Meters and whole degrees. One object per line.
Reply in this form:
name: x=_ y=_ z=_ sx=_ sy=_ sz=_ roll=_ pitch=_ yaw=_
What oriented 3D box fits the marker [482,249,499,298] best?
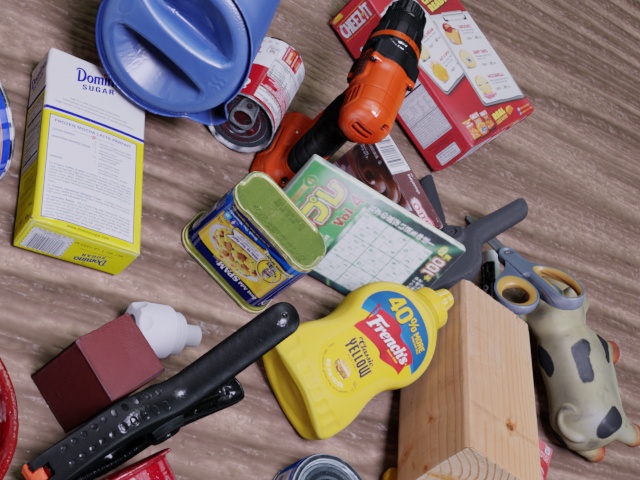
marker: x=0.184 y=0.064 z=1.138 sx=0.020 sy=0.020 sz=0.121 roll=26 pitch=49 yaw=-27

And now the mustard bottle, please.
mustard bottle: x=0.045 y=0.090 z=0.936 sx=0.191 sy=0.058 sz=0.096 roll=-28 pitch=93 yaw=-32

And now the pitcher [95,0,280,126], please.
pitcher: x=-0.105 y=-0.226 z=0.958 sx=0.145 sy=0.149 sz=0.242 roll=23 pitch=32 yaw=-4

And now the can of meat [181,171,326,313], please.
can of meat: x=-0.056 y=0.001 z=0.922 sx=0.102 sy=0.084 sz=0.057 roll=47 pitch=43 yaw=-6

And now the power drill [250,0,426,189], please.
power drill: x=0.019 y=-0.128 z=0.996 sx=0.057 sy=0.188 sz=0.184 roll=37 pitch=46 yaw=-15

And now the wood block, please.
wood block: x=0.132 y=0.146 z=0.960 sx=0.090 sy=0.090 sz=0.206 roll=35 pitch=34 yaw=-20

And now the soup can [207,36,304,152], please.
soup can: x=-0.061 y=-0.142 z=1.023 sx=0.068 sy=0.069 sz=0.102 roll=39 pitch=44 yaw=-15

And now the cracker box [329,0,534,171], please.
cracker box: x=0.130 y=-0.199 z=1.226 sx=0.163 sy=0.072 sz=0.214 roll=-31 pitch=85 yaw=-48

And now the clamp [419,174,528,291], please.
clamp: x=0.127 y=-0.005 z=1.104 sx=0.120 sy=0.039 sz=0.171 roll=19 pitch=48 yaw=29

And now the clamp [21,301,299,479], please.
clamp: x=-0.117 y=0.127 z=0.778 sx=0.209 sy=0.165 sz=0.036 roll=-30 pitch=75 yaw=-24

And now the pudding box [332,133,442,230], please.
pudding box: x=0.055 y=-0.037 z=1.040 sx=0.039 sy=0.090 sz=0.113 roll=-14 pitch=73 yaw=-47

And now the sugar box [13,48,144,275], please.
sugar box: x=-0.194 y=-0.066 z=0.875 sx=0.093 sy=0.048 sz=0.176 roll=20 pitch=48 yaw=-31

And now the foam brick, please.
foam brick: x=-0.162 y=0.096 z=0.772 sx=0.052 sy=0.078 sz=0.051 roll=-28 pitch=85 yaw=-47

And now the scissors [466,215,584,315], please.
scissors: x=0.183 y=0.025 z=1.100 sx=0.096 sy=0.016 sz=0.202 roll=-19 pitch=33 yaw=-28

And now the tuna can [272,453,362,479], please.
tuna can: x=0.000 y=0.218 z=0.866 sx=0.086 sy=0.034 sz=0.086 roll=22 pitch=51 yaw=-30
